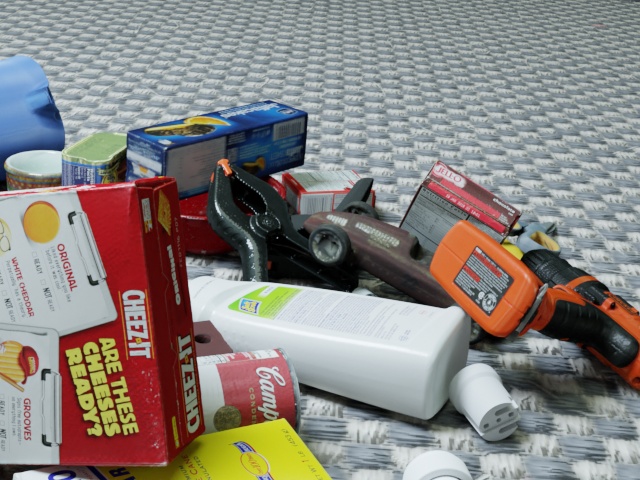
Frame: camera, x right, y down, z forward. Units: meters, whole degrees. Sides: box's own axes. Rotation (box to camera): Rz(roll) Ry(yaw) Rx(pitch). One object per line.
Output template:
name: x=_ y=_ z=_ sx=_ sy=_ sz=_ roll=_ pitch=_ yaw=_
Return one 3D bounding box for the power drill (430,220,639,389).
power drill: x=0.180 y=0.042 z=0.868 sx=0.187 sy=0.057 sz=0.185 roll=18 pitch=17 yaw=-37

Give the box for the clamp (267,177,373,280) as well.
clamp: x=0.019 y=-0.007 z=1.058 sx=0.209 sy=0.036 sz=0.165 roll=-10 pitch=36 yaw=-29

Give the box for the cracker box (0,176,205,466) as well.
cracker box: x=-0.187 y=0.051 z=0.654 sx=0.214 sy=0.164 sz=0.072 roll=-4 pitch=7 yaw=16

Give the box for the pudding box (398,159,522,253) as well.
pudding box: x=0.122 y=-0.013 z=0.977 sx=0.090 sy=0.114 sz=0.039 roll=34 pitch=59 yaw=7

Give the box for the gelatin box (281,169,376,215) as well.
gelatin box: x=0.008 y=-0.053 z=1.186 sx=0.089 sy=0.030 sz=0.073 roll=-3 pitch=22 yaw=-19

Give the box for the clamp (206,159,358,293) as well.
clamp: x=-0.056 y=0.001 z=0.956 sx=0.171 sy=0.039 sz=0.120 roll=46 pitch=40 yaw=18

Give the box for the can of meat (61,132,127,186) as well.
can of meat: x=-0.222 y=-0.057 z=1.078 sx=0.057 sy=0.084 sz=0.102 roll=9 pitch=23 yaw=11

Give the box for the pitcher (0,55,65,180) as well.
pitcher: x=-0.409 y=-0.108 z=1.129 sx=0.242 sy=0.149 sz=0.145 roll=-20 pitch=48 yaw=-40

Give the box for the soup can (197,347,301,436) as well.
soup can: x=-0.072 y=0.111 z=0.722 sx=0.102 sy=0.068 sz=0.068 roll=-4 pitch=24 yaw=-19

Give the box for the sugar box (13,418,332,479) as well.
sugar box: x=-0.084 y=0.160 z=0.632 sx=0.176 sy=0.048 sz=0.093 roll=-5 pitch=24 yaw=-26

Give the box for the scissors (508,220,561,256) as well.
scissors: x=0.204 y=-0.016 z=1.090 sx=0.096 sy=0.016 sz=0.201 roll=26 pitch=14 yaw=2

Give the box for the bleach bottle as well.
bleach bottle: x=-0.016 y=0.070 z=0.845 sx=0.251 sy=0.068 sz=0.102 roll=12 pitch=23 yaw=22
